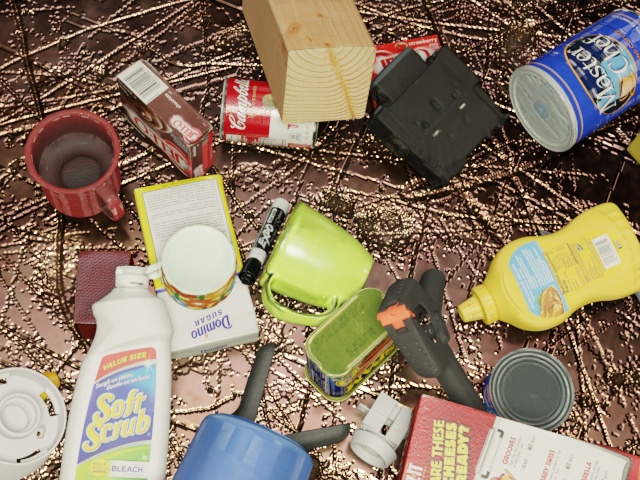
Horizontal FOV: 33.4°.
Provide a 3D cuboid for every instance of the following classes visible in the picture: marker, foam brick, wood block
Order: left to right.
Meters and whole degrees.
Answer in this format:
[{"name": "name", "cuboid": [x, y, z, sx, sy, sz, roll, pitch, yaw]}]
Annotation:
[{"name": "foam brick", "cuboid": [-0.214, 0.055, 1.058, 0.053, 0.051, 0.078, 2, 69, -3]}, {"name": "marker", "cuboid": [-0.057, 0.001, 1.083, 0.020, 0.020, 0.121, 19, 45, 3]}, {"name": "wood block", "cuboid": [-0.017, -0.224, 1.116, 0.090, 0.091, 0.206, -6, 46, -15]}]

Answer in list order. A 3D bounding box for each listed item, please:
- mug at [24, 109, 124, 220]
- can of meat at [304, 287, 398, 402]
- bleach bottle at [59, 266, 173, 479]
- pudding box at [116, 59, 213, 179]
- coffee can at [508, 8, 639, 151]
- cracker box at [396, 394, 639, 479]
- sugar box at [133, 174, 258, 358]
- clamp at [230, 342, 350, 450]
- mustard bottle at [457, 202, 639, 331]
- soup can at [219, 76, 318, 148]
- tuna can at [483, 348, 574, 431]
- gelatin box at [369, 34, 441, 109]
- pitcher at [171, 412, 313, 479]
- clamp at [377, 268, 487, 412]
[{"name": "mug", "cuboid": [-0.239, -0.066, 1.086, 0.093, 0.081, 0.117, -42, 77, -18]}, {"name": "can of meat", "cuboid": [0.031, 0.100, 1.038, 0.102, 0.084, 0.057, -42, 72, -14]}, {"name": "bleach bottle", "cuboid": [-0.190, 0.149, 0.986, 0.102, 0.068, 0.251, 3, 82, -8]}, {"name": "pudding box", "cuboid": [-0.160, -0.123, 1.110, 0.039, 0.090, 0.113, -40, 76, -19]}, {"name": "coffee can", "cuboid": [0.291, -0.174, 1.158, 0.140, 0.103, 0.103, -32, 75, -16]}, {"name": "cracker box", "cuboid": [0.169, 0.248, 0.942, 0.213, 0.072, 0.164, 15, 65, 3]}, {"name": "sugar box", "cuboid": [-0.126, 0.026, 1.081, 0.093, 0.048, 0.176, -11, 74, -9]}, {"name": "clamp", "cuboid": [-0.070, 0.182, 1.027, 0.171, 0.039, 0.120, -32, 73, -15]}, {"name": "mustard bottle", "cuboid": [0.230, 0.039, 1.088, 0.191, 0.058, 0.096, -22, 80, -4]}, {"name": "soup can", "cuboid": [-0.054, -0.135, 1.135, 0.102, 0.068, 0.068, 5, 69, -3]}, {"name": "tuna can", "cuboid": [0.206, 0.153, 1.062, 0.086, 0.034, 0.086, 1, 69, -4]}, {"name": "gelatin box", "cuboid": [0.096, -0.185, 1.186, 0.089, 0.030, 0.073, -11, 70, -9]}, {"name": "pitcher", "cuboid": [-0.108, 0.272, 0.912, 0.145, 0.149, 0.242, 11, 67, 31]}, {"name": "clamp", "cuboid": [0.100, 0.078, 1.008, 0.036, 0.209, 0.164, -22, 62, 17]}]
